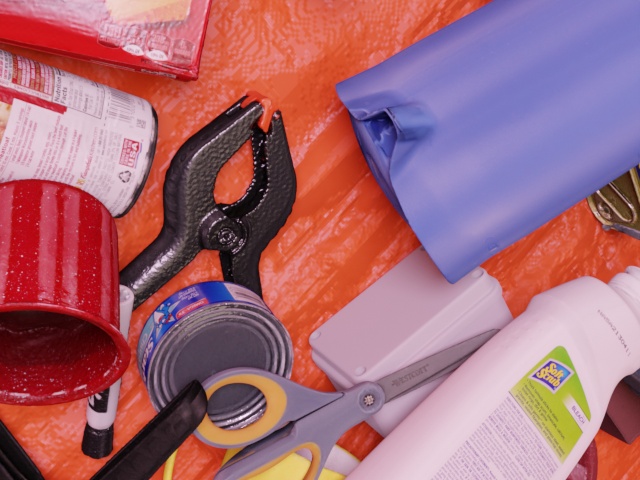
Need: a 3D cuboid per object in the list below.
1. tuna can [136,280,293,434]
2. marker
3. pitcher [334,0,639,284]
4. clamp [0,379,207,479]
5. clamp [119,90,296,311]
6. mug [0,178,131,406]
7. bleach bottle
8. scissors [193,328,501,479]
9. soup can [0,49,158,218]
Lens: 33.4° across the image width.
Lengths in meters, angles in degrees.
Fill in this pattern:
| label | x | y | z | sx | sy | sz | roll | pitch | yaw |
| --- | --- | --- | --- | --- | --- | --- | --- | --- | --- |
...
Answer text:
| label | x | y | z | sx | sy | sz | roll | pitch | yaw |
| --- | --- | --- | --- | --- | --- | --- | --- | --- | --- |
| tuna can | -0.061 | 0.067 | 0.610 | 0.086 | 0.034 | 0.086 | -10 | 117 | -19 |
| marker | -0.121 | 0.078 | 0.602 | 0.020 | 0.020 | 0.121 | -3 | 126 | -26 |
| pitcher | 0.142 | -0.087 | 0.606 | 0.243 | 0.149 | 0.145 | -30 | 114 | 8 |
| clamp | -0.157 | 0.149 | 0.598 | 0.164 | 0.036 | 0.210 | 15 | 114 | 5 |
| clamp | -0.054 | 0.001 | 0.625 | 0.120 | 0.039 | 0.171 | 24 | 100 | -36 |
| mug | -0.150 | 0.029 | 0.532 | 0.117 | 0.081 | 0.093 | -29 | 139 | 27 |
| bleach bottle | 0.110 | 0.113 | 0.615 | 0.250 | 0.068 | 0.102 | -42 | 111 | -15 |
| scissors | 0.009 | 0.080 | 0.606 | 0.201 | 0.016 | 0.096 | -39 | 100 | -15 |
| soup can | -0.143 | -0.055 | 0.548 | 0.102 | 0.069 | 0.068 | 16 | 96 | -29 |
